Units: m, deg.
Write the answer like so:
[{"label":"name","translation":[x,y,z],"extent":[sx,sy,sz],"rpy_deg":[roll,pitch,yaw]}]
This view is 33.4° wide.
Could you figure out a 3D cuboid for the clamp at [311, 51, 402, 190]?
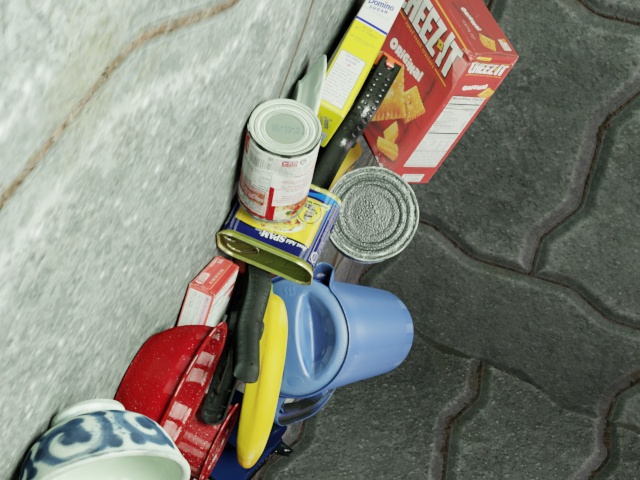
[{"label":"clamp","translation":[0.026,-0.119,1.223],"extent":[0.210,0.036,0.164],"rpy_deg":[-55,-168,13]}]

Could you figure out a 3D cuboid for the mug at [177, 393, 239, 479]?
[{"label":"mug","translation":[-0.143,0.203,1.101],"extent":[0.093,0.081,0.117],"rpy_deg":[-53,167,-65]}]

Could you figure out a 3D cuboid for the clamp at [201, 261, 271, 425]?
[{"label":"clamp","translation":[-0.080,0.097,1.053],"extent":[0.120,0.039,0.171],"rpy_deg":[-50,-159,42]}]

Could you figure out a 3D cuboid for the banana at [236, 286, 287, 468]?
[{"label":"banana","translation":[-0.058,0.141,1.100],"extent":[0.069,0.037,0.198],"rpy_deg":[128,-30,-88]}]

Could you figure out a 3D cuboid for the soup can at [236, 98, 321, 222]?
[{"label":"soup can","translation":[-0.039,-0.072,0.978],"extent":[0.102,0.068,0.068],"rpy_deg":[105,11,-55]}]

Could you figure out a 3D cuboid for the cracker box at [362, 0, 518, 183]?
[{"label":"cracker box","translation":[0.117,-0.196,1.256],"extent":[0.071,0.164,0.214],"rpy_deg":[-4,144,-33]}]

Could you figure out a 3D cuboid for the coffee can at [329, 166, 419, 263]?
[{"label":"coffee can","translation":[0.055,-0.026,1.206],"extent":[0.140,0.103,0.103],"rpy_deg":[62,53,-88]}]

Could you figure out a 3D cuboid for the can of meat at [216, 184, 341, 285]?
[{"label":"can of meat","translation":[-0.039,-0.016,1.048],"extent":[0.057,0.102,0.084],"rpy_deg":[96,17,-69]}]

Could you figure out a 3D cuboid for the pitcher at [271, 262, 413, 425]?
[{"label":"pitcher","translation":[0.014,0.117,1.233],"extent":[0.149,0.145,0.242],"rpy_deg":[-27,166,21]}]

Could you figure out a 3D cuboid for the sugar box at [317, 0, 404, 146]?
[{"label":"sugar box","translation":[0.034,-0.198,1.178],"extent":[0.176,0.048,0.093],"rpy_deg":[-61,-175,-20]}]

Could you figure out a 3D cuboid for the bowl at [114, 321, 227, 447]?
[{"label":"bowl","translation":[-0.143,0.136,0.954],"extent":[0.162,0.055,0.162],"rpy_deg":[26,89,-84]}]

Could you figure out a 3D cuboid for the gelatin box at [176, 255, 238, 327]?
[{"label":"gelatin box","translation":[-0.115,0.069,1.053],"extent":[0.073,0.030,0.089],"rpy_deg":[-53,164,-63]}]
